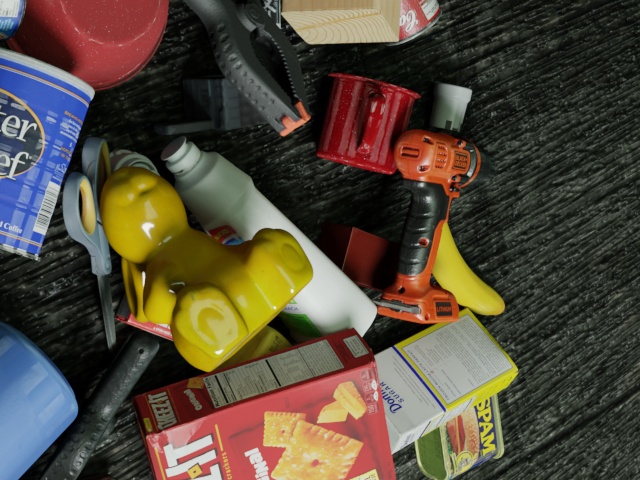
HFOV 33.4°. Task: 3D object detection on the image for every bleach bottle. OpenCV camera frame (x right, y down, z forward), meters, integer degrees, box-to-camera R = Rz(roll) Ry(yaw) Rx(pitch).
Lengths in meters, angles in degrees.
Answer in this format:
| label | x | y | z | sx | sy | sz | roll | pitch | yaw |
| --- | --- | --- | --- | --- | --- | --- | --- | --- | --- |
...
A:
| label | x | y | z | sx | sy | sz | roll | pitch | yaw |
| --- | --- | --- | --- | --- | --- | --- | --- | --- | --- |
| bleach bottle | -0.056 | 0.001 | 0.976 | 0.250 | 0.103 | 0.068 | 47 | 69 | -28 |

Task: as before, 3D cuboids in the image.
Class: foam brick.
| label | x | y | z | sx | sy | sz | roll | pitch | yaw |
| --- | --- | --- | --- | --- | --- | --- | --- | --- | --- |
| foam brick | 0.039 | 0.018 | 1.076 | 0.078 | 0.051 | 0.053 | 19 | 85 | -37 |

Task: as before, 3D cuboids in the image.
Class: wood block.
| label | x | y | z | sx | sy | sz | roll | pitch | yaw |
| --- | --- | --- | --- | --- | --- | --- | --- | --- | --- |
| wood block | 0.024 | -0.291 | 0.961 | 0.090 | 0.091 | 0.206 | 26 | 67 | -72 |

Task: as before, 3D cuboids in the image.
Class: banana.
| label | x | y | z | sx | sy | sz | roll | pitch | yaw |
| --- | --- | --- | --- | --- | --- | --- | --- | --- | --- |
| banana | 0.148 | 0.019 | 1.166 | 0.069 | 0.037 | 0.197 | -41 | 118 | -24 |

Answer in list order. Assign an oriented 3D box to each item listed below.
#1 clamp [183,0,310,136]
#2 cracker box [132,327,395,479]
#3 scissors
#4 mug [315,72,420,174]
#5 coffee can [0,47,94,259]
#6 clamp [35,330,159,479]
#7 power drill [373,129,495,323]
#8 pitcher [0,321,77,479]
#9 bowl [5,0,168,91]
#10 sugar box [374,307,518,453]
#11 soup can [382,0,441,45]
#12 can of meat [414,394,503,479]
| label | x | y | z | sx | sy | sz | roll | pitch | yaw |
| --- | --- | --- | --- | --- | --- | --- | --- | --- | --- |
| clamp | -0.076 | -0.185 | 0.894 | 0.164 | 0.036 | 0.210 | -13 | 76 | -56 |
| cracker box | -0.044 | 0.191 | 0.964 | 0.213 | 0.072 | 0.164 | -16 | 118 | -13 |
| scissors | -0.187 | 0.017 | 0.878 | 0.016 | 0.096 | 0.202 | 4 | 107 | 7 |
| mug | 0.044 | -0.111 | 1.028 | 0.093 | 0.117 | 0.081 | 14 | 93 | -9 |
| coffee can | -0.245 | -0.067 | 0.820 | 0.102 | 0.103 | 0.140 | 21 | 83 | -37 |
| clamp | -0.188 | 0.144 | 0.901 | 0.039 | 0.120 | 0.171 | 35 | 88 | -1 |
| power drill | 0.117 | -0.013 | 1.066 | 0.184 | 0.057 | 0.188 | 4 | 94 | -58 |
| pitcher | -0.303 | 0.167 | 0.788 | 0.242 | 0.149 | 0.145 | -45 | 102 | -28 |
| bowl | -0.184 | -0.204 | 0.877 | 0.161 | 0.055 | 0.162 | -5 | 98 | -36 |
| sugar box | 0.115 | 0.146 | 1.125 | 0.175 | 0.093 | 0.048 | -23 | 151 | -30 |
| soup can | 0.068 | -0.254 | 1.052 | 0.068 | 0.069 | 0.102 | -46 | 120 | -23 |
| can of meat | 0.150 | 0.206 | 1.181 | 0.083 | 0.058 | 0.102 | -18 | 107 | -32 |
